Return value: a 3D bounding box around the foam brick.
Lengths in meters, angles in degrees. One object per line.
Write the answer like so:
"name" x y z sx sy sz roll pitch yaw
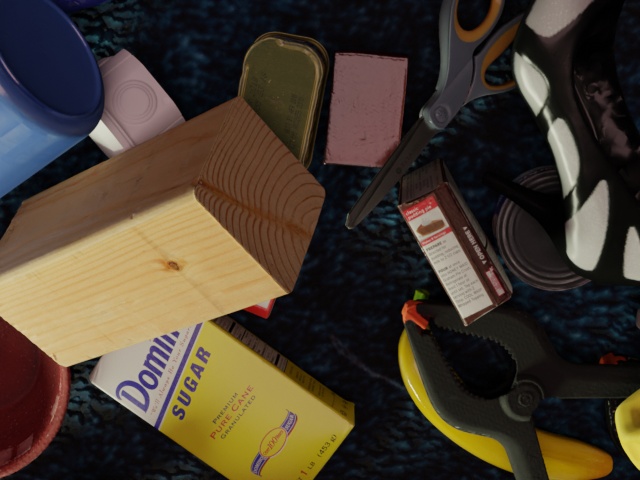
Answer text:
"foam brick" 0.031 -0.091 0.730 0.051 0.053 0.078 6 101 1

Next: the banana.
"banana" 0.123 0.124 0.777 0.198 0.037 0.070 42 102 -6

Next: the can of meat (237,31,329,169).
"can of meat" -0.029 -0.087 0.717 0.057 0.084 0.102 11 101 -1

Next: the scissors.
"scissors" 0.073 -0.103 0.700 0.201 0.016 0.096 -37 113 -16

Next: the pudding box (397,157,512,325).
"pudding box" 0.088 -0.003 0.715 0.039 0.113 0.090 -30 98 9

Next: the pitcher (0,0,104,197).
"pitcher" -0.263 -0.064 0.664 0.243 0.149 0.145 -27 108 25

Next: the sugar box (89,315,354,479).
"sugar box" -0.071 0.112 0.778 0.176 0.048 0.093 35 101 -6

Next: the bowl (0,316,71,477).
"bowl" -0.255 0.090 0.775 0.162 0.055 0.162 0 101 2

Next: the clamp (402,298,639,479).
"clamp" 0.150 0.102 0.742 0.210 0.036 0.164 43 93 -3

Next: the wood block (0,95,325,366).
"wood block" -0.111 0.001 0.679 0.206 0.090 0.090 -19 127 35

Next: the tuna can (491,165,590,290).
"tuna can" 0.164 -0.010 0.751 0.086 0.033 0.086 0 101 2
